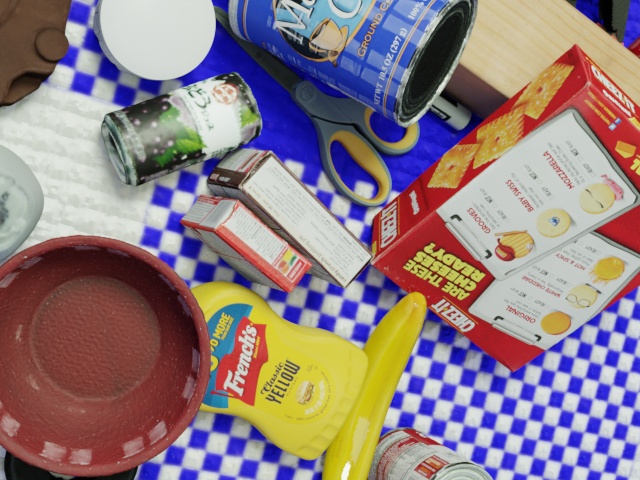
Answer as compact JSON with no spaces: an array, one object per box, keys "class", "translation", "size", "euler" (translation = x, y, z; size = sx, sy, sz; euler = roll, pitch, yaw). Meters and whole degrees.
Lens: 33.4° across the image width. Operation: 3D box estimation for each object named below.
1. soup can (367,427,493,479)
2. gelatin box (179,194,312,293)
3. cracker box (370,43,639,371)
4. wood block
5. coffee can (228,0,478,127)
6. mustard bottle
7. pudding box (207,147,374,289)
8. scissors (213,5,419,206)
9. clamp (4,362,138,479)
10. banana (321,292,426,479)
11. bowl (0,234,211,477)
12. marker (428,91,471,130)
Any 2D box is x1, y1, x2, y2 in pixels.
[{"class":"soup can","translation":[0.085,0.193,0.840],"size":[0.068,0.102,0.068],"euler":[-2,96,-22]},{"class":"gelatin box","translation":[-0.055,0.001,0.769],"size":[0.073,0.089,0.030],"euler":[42,78,-21]},{"class":"cracker box","translation":[0.169,-0.018,0.812],"size":[0.164,0.072,0.214],"euler":[37,121,-21]},{"class":"wood block","translation":[0.177,-0.130,0.849],"size":[0.206,0.091,0.090],"euler":[30,84,-22]},{"class":"coffee can","translation":[0.022,-0.156,0.737],"size":[0.140,0.102,0.103],"euler":[31,82,16]},{"class":"mustard bottle","translation":[-0.063,0.084,0.792],"size":[0.191,0.058,0.096],"euler":[29,89,-22]},{"class":"pudding box","translation":[-0.023,-0.018,0.780],"size":[0.113,0.090,0.039],"euler":[43,80,-20]},{"class":"scissors","translation":[0.006,-0.118,0.822],"size":[0.096,0.016,0.201],"euler":[-38,108,-16]},{"class":"clamp","translation":[-0.188,0.192,0.764],"size":[0.164,0.036,0.210],"euler":[-6,96,-20]},{"class":"banana","translation":[0.040,0.133,0.833],"size":[0.037,0.070,0.198],"euler":[18,88,-22]},{"class":"bowl","translation":[-0.154,0.072,0.714],"size":[0.162,0.055,0.162],"euler":[-1,99,-5]},{"class":"marker","translation":[0.069,-0.126,0.844],"size":[0.121,0.020,0.020],"euler":[31,84,-22]}]
